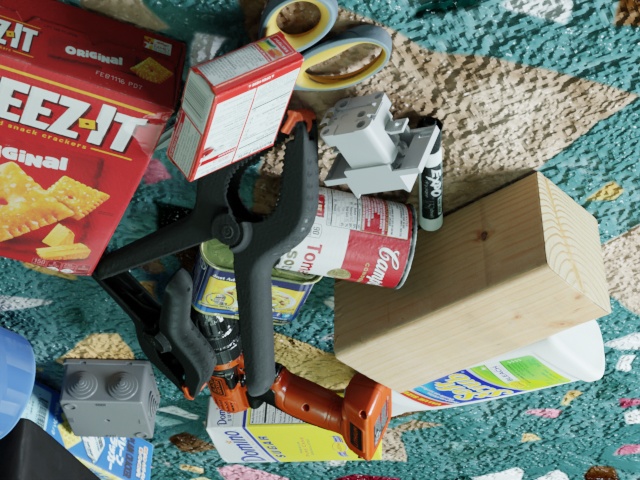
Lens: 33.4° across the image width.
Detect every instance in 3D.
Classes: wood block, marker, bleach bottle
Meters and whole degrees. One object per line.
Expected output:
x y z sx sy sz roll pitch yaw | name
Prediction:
0.116 0.040 0.863 0.206 0.091 0.090 -27 136 35 | wood block
0.082 -0.049 0.800 0.020 0.020 0.121 -2 145 5 | marker
0.131 0.121 1.004 0.251 0.068 0.102 -25 137 36 | bleach bottle

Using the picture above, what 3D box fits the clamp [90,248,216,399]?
-0.127 0.072 0.903 0.120 0.039 0.171 13 143 46 | clamp

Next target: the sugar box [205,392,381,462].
-0.026 0.201 1.137 0.176 0.048 0.093 -5 144 8 | sugar box

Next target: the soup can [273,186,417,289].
0.016 -0.004 0.826 0.102 0.068 0.069 10 144 -11 | soup can

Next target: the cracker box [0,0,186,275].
-0.206 -0.069 0.740 0.164 0.072 0.214 15 142 -19 | cracker box

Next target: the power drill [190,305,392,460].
-0.029 0.121 0.969 0.188 0.057 0.184 19 150 18 | power drill

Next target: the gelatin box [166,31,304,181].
-0.056 -0.085 0.686 0.073 0.030 0.089 -29 160 -33 | gelatin box

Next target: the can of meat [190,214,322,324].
-0.055 0.025 0.880 0.102 0.057 0.084 10 146 -11 | can of meat

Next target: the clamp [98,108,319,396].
-0.055 0.001 0.780 0.164 0.036 0.210 42 112 9 | clamp

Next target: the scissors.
-0.052 -0.115 0.717 0.202 0.016 0.096 -14 140 21 | scissors
